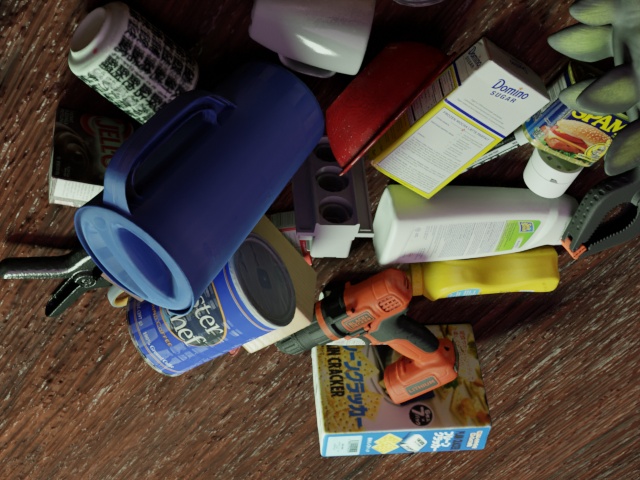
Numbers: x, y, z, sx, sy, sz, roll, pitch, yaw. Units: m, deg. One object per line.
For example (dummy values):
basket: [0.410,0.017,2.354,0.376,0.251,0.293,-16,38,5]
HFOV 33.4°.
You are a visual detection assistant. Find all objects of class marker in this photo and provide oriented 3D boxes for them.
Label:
marker: [0.174,-0.092,1.164,0.121,0.020,0.020,-26,137,22]

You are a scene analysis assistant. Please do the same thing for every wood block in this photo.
wood block: [-0.101,0.014,1.161,0.090,0.090,0.206,-28,121,24]

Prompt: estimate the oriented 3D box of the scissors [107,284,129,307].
scissors: [-0.219,0.035,1.206,0.096,0.016,0.201,-29,161,4]

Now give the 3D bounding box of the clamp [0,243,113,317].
clamp: [-0.278,0.041,1.252,0.171,0.039,0.120,-12,151,4]

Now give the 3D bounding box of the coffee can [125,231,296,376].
coffee can: [-0.110,0.065,1.078,0.140,0.103,0.102,-26,137,25]

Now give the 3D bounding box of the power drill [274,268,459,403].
power drill: [0.064,0.124,1.278,0.185,0.057,0.187,-27,131,26]

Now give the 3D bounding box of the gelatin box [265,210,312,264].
gelatin box: [-0.058,0.002,1.239,0.089,0.030,0.073,-7,141,5]

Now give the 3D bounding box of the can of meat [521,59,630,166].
can of meat: [0.271,-0.129,1.104,0.102,0.057,0.084,19,137,-26]

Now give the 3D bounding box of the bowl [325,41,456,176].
bowl: [0.055,-0.138,1.020,0.055,0.161,0.162,44,127,-3]

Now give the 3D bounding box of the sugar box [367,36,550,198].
sugar box: [0.139,-0.124,1.103,0.093,0.048,0.176,26,127,-34]

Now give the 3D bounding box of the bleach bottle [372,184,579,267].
bleach bottle: [0.192,-0.018,1.224,0.250,0.068,0.103,0,144,-11]

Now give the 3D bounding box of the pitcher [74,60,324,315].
pitcher: [-0.103,-0.064,0.984,0.145,0.242,0.149,45,150,-11]

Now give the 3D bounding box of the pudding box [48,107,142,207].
pudding box: [-0.221,-0.079,1.056,0.090,0.113,0.039,8,134,-18]

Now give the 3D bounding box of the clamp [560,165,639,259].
clamp: [0.363,-0.052,1.190,0.164,0.036,0.210,31,110,-38]

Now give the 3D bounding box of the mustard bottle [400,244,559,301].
mustard bottle: [0.183,0.040,1.280,0.191,0.058,0.096,-5,179,0]
